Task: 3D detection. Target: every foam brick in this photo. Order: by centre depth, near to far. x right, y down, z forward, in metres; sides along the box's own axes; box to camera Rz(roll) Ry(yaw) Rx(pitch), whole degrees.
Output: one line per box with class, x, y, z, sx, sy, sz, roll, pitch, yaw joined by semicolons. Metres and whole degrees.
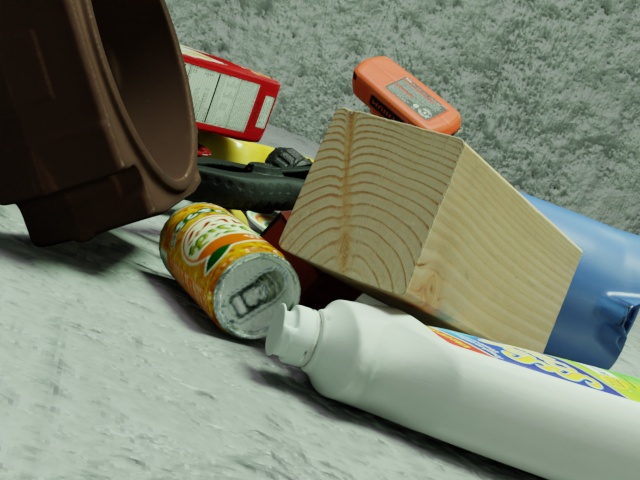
foam brick;-0.004;0.014;0.699;0.078;0.051;0.053;-6;54;-52

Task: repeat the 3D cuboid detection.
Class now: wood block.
wood block;0.077;0.006;0.661;0.090;0.091;0.205;20;-5;35

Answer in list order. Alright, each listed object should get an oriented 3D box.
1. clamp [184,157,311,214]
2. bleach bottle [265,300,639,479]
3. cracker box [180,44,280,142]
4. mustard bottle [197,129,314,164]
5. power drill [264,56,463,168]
clamp;-0.034;-0.037;0.793;0.171;0.039;0.120;-1;11;-37
bleach bottle;0.093;0.085;0.570;0.250;0.068;0.103;18;7;-15
cracker box;-0.168;-0.155;0.987;0.164;0.072;0.213;25;11;33
mustard bottle;-0.093;-0.077;1.107;0.096;0.058;0.191;-5;-12;40
power drill;0.038;-0.076;1.002;0.184;0.188;0.057;39;44;16
